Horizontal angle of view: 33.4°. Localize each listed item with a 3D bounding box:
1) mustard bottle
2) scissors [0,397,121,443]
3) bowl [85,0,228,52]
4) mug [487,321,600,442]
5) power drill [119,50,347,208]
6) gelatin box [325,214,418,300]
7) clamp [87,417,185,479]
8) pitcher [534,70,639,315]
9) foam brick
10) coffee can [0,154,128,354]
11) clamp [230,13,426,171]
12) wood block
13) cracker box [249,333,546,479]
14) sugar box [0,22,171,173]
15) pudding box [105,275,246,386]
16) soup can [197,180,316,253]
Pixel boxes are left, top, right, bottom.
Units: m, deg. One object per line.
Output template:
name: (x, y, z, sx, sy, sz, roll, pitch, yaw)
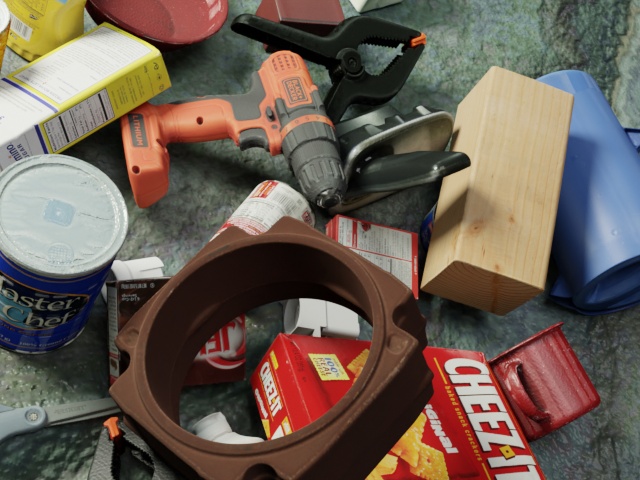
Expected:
mustard bottle: (-0.241, -0.242, 0.941, 0.096, 0.192, 0.058, 41, 53, 3)
scissors: (-0.239, 0.125, 0.827, 0.201, 0.016, 0.096, -23, 72, -33)
bowl: (-0.174, -0.238, 1.048, 0.162, 0.055, 0.162, 17, 50, -22)
mug: (0.197, 0.132, 0.967, 0.081, 0.093, 0.117, 61, 22, 12)
power drill: (-0.080, -0.085, 0.954, 0.187, 0.057, 0.184, -12, 50, -8)
gelatin box: (0.048, 0.021, 1.013, 0.089, 0.030, 0.073, 13, 57, -17)
clamp: (-0.131, 0.205, 0.784, 0.120, 0.039, 0.172, -26, 47, -27)
pitcher: (0.290, -0.058, 1.106, 0.149, 0.145, 0.243, -1, 58, -30)
foam brick: (-0.022, -0.233, 1.123, 0.078, 0.053, 0.051, -2, 62, -27)
coffee can: (-0.214, 0.014, 0.828, 0.102, 0.140, 0.103, 11, 57, -18)
clamp: (0.016, -0.182, 1.081, 0.209, 0.036, 0.164, -31, 97, -27)
wood block: (0.169, -0.047, 1.013, 0.090, 0.091, 0.206, 18, 66, -10)
cracker box: (0.066, 0.162, 0.866, 0.213, 0.072, 0.164, 8, 42, -30)
sugar box: (-0.228, -0.123, 0.930, 0.176, 0.048, 0.093, -38, 47, -25)
pudding box: (-0.118, 0.074, 0.876, 0.113, 0.039, 0.090, -2, 91, -25)
soup can: (-0.056, 0.001, 0.953, 0.068, 0.069, 0.102, 37, 52, 0)
